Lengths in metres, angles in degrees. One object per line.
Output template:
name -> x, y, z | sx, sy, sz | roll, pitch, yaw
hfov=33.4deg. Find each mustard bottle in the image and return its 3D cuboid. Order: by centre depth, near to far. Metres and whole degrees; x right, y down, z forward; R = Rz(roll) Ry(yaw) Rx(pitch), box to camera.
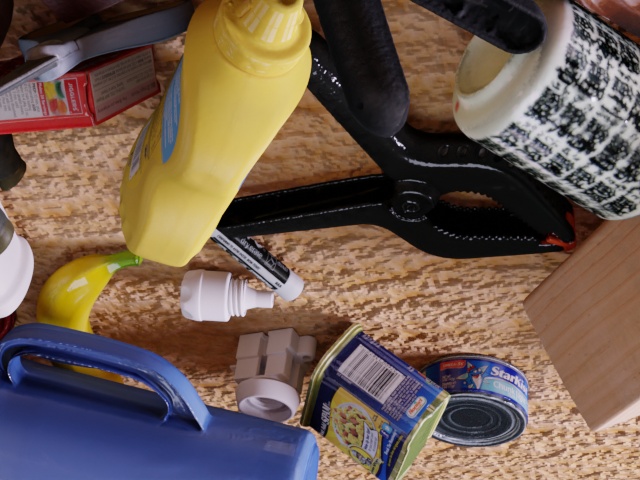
mustard bottle -> -0.049, -0.064, 0.511 | 0.058, 0.096, 0.192 | 19, 152, -14

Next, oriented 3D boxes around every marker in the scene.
marker -> -0.054, 0.001, 0.685 | 0.020, 0.020, 0.121 | -20, 135, 33

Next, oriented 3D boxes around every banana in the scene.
banana -> -0.173, 0.067, 0.780 | 0.069, 0.037, 0.198 | 14, 143, -4

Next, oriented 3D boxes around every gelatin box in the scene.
gelatin box -> -0.131, -0.079, 0.541 | 0.073, 0.089, 0.030 | -2, 109, 15

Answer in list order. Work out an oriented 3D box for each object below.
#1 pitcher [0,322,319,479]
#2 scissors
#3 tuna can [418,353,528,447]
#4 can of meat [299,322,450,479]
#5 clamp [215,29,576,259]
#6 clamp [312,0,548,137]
pitcher -> -0.127, 0.156, 0.748 | 0.243, 0.145, 0.149 | 9, 160, 7
scissors -> -0.099, -0.084, 0.468 | 0.096, 0.202, 0.016 | -14, 109, -5
tuna can -> 0.112, 0.121, 0.798 | 0.086, 0.033, 0.086 | 6, 143, 4
can of meat -> 0.038, 0.120, 0.764 | 0.084, 0.057, 0.102 | 35, 146, 17
clamp -> 0.044, -0.028, 0.612 | 0.209, 0.036, 0.165 | 20, 141, -15
clamp -> 0.018, -0.123, 0.439 | 0.120, 0.171, 0.039 | -20, 162, -45
